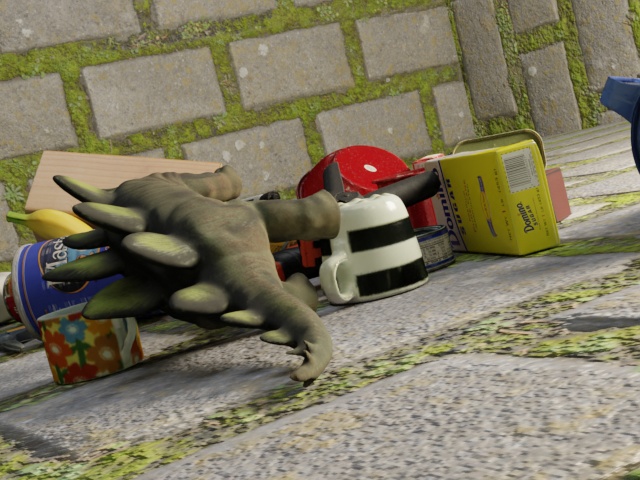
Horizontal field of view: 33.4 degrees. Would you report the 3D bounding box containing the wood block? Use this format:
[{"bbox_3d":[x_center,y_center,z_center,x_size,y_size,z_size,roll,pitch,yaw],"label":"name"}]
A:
[{"bbox_3d":[-0.216,-0.036,1.213,0.206,0.090,0.091,4,-36,5],"label":"wood block"}]

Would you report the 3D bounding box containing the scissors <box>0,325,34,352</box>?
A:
[{"bbox_3d":[-0.315,0.103,1.129,0.096,0.016,0.202,-17,6,-38],"label":"scissors"}]

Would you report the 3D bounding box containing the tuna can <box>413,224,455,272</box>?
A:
[{"bbox_3d":[0.077,0.011,0.970,0.086,0.034,0.086,-14,5,1],"label":"tuna can"}]

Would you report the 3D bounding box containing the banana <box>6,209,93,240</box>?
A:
[{"bbox_3d":[-0.257,0.017,1.189,0.070,0.197,0.037,3,58,39],"label":"banana"}]

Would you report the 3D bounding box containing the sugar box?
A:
[{"bbox_3d":[0.151,-0.037,0.973,0.048,0.093,0.176,-15,4,-16],"label":"sugar box"}]

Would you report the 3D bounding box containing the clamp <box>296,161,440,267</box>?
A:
[{"bbox_3d":[0.037,-0.028,0.976,0.120,0.039,0.171,-3,30,23],"label":"clamp"}]

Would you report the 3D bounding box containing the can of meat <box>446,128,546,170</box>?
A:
[{"bbox_3d":[0.193,-0.087,1.201,0.102,0.057,0.084,-11,-1,-2],"label":"can of meat"}]

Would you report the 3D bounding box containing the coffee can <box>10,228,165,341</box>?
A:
[{"bbox_3d":[-0.231,0.040,1.099,0.140,0.103,0.102,-13,5,9],"label":"coffee can"}]

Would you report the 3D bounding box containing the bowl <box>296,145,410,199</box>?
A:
[{"bbox_3d":[0.055,-0.065,1.259,0.162,0.055,0.162,8,38,-7],"label":"bowl"}]

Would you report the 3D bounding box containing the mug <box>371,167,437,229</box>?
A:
[{"bbox_3d":[0.111,-0.035,1.140,0.093,0.081,0.117,-12,5,14],"label":"mug"}]

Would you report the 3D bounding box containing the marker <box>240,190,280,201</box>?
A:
[{"bbox_3d":[-0.088,-0.046,1.352,0.020,0.020,0.121,-17,3,-35],"label":"marker"}]
